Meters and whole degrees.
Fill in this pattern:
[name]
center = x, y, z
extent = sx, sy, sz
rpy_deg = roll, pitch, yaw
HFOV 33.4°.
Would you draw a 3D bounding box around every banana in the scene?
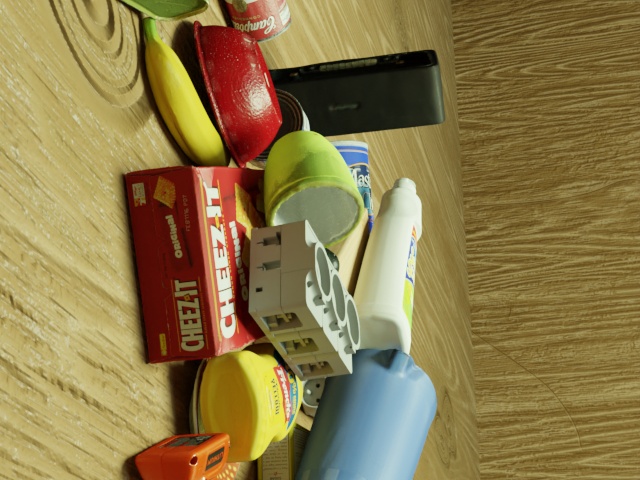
[banana]
center = -0.122, -0.119, 1.016
extent = 0.197, 0.037, 0.069
rpy_deg = 67, 21, -48

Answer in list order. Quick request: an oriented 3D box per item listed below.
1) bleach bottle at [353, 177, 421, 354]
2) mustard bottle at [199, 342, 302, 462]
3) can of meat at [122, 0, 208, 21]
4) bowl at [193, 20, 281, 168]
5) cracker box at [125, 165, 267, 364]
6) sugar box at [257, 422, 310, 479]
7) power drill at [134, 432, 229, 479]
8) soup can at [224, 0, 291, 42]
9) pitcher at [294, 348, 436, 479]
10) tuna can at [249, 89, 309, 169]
[bleach bottle]
center = 0.085, 0.019, 1.282
extent = 0.102, 0.068, 0.250
rpy_deg = 73, 22, -47
[mustard bottle]
center = -0.057, 0.147, 1.018
extent = 0.191, 0.058, 0.096
rpy_deg = 1, 80, -77
[can of meat]
center = -0.144, -0.250, 0.928
extent = 0.102, 0.058, 0.084
rpy_deg = 18, 64, -62
[bowl]
center = -0.079, -0.156, 1.097
extent = 0.162, 0.055, 0.162
rpy_deg = -17, 90, -86
[cracker box]
center = -0.096, 0.015, 0.985
extent = 0.213, 0.072, 0.164
rpy_deg = -11, 93, -76
[sugar box]
center = -0.037, 0.289, 1.151
extent = 0.093, 0.048, 0.176
rpy_deg = 50, 38, -66
[power drill]
center = -0.108, 0.258, 0.860
extent = 0.184, 0.057, 0.187
rpy_deg = -6, 92, -80
[soup can]
center = -0.078, -0.284, 1.207
extent = 0.068, 0.068, 0.102
rpy_deg = -82, 159, -46
[pitcher]
center = 0.039, 0.240, 1.146
extent = 0.149, 0.145, 0.242
rpy_deg = 65, 24, -19
[tuna can]
center = -0.056, -0.123, 1.186
extent = 0.033, 0.086, 0.086
rpy_deg = 52, 34, -66
